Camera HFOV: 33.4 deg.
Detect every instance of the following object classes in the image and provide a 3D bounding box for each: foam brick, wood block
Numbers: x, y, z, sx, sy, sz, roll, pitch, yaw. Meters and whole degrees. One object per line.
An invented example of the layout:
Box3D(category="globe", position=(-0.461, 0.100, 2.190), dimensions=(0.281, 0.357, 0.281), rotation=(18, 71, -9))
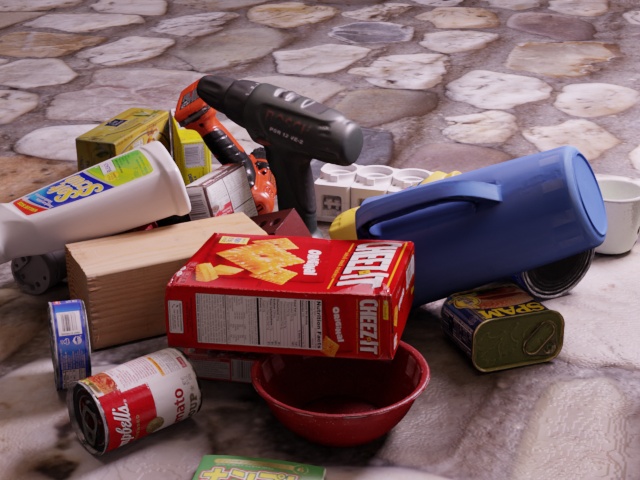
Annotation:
Box3D(category="foam brick", position=(-0.058, 0.002, 1.257), dimensions=(0.078, 0.051, 0.052), rotation=(-11, 28, 38))
Box3D(category="wood block", position=(-0.163, 0.041, 1.163), dimensions=(0.205, 0.091, 0.090), rotation=(-11, 26, -24))

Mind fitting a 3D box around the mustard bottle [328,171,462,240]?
Box3D(category="mustard bottle", position=(0.107, -0.037, 1.274), dimensions=(0.192, 0.058, 0.096), rotation=(-23, 1, 35))

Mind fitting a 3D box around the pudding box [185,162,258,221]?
Box3D(category="pudding box", position=(-0.114, -0.027, 1.291), dimensions=(0.039, 0.113, 0.089), rotation=(-3, 20, 32))

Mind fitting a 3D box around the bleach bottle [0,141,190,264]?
Box3D(category="bleach bottle", position=(-0.276, -0.028, 1.171), dimensions=(0.250, 0.068, 0.103), rotation=(-22, 35, -12))

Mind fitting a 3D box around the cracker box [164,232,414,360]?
Box3D(category="cracker box", position=(-0.024, 0.048, 1.031), dimensions=(0.214, 0.072, 0.164), rotation=(2, 18, 12))

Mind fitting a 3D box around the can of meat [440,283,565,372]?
Box3D(category="can of meat", position=(0.183, 0.087, 1.091), dimensions=(0.102, 0.057, 0.084), rotation=(-8, 21, -17))

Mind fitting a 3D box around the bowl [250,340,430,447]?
Box3D(category="bowl", position=(0.018, 0.140, 0.967), dimensions=(0.162, 0.055, 0.162), rotation=(-1, 23, 0))

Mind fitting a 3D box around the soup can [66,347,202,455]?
Box3D(category="soup can", position=(-0.165, 0.142, 0.952), dimensions=(0.102, 0.068, 0.069), rotation=(-18, 28, -37))

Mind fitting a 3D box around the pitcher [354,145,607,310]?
Box3D(category="pitcher", position=(0.163, -0.018, 1.116), dimensions=(0.243, 0.145, 0.149), rotation=(-18, 14, 27))

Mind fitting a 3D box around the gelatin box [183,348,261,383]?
Box3D(category="gelatin box", position=(-0.087, 0.111, 1.071), dimensions=(0.089, 0.030, 0.073), rotation=(4, 23, 11))

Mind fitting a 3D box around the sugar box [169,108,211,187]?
Box3D(category="sugar box", position=(-0.192, -0.128, 1.566), dimensions=(0.048, 0.093, 0.176), rotation=(-6, 23, -13))

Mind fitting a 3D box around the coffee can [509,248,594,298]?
Box3D(category="coffee can", position=(0.236, -0.006, 1.249), dimensions=(0.102, 0.103, 0.140), rotation=(-11, 25, -24))

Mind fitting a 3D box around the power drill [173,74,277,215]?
Box3D(category="power drill", position=(-0.120, -0.134, 1.467), dimensions=(0.057, 0.187, 0.184), rotation=(-32, 24, 14))

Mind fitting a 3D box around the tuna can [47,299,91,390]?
Box3D(category="tuna can", position=(-0.242, 0.100, 1.030), dimensions=(0.033, 0.086, 0.086), rotation=(-6, 23, -17))
